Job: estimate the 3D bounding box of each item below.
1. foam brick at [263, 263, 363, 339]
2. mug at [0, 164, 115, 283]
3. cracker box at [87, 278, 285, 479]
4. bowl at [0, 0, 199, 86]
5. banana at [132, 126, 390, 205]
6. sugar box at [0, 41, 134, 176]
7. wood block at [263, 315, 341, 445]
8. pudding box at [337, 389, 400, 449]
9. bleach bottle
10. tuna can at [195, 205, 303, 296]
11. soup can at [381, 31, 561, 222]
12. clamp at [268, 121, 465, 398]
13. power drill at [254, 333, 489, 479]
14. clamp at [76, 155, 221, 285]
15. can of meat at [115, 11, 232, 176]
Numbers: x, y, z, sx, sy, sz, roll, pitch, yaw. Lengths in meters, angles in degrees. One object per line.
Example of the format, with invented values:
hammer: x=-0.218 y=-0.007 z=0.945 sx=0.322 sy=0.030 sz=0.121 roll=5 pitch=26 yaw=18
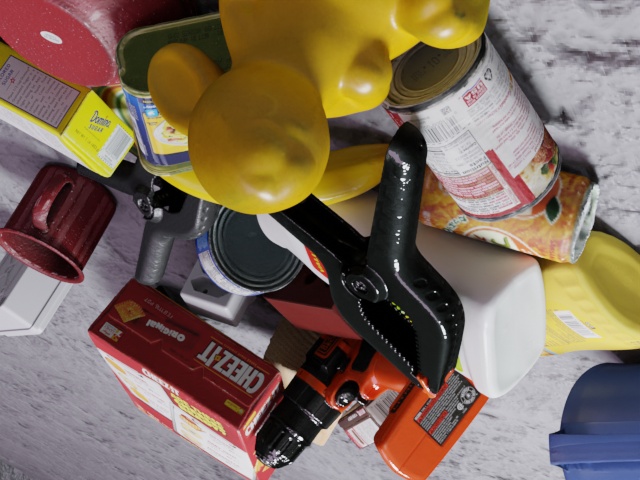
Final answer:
foam brick: x=0.004 y=0.043 z=0.878 sx=0.078 sy=0.053 sz=0.051 roll=5 pitch=149 yaw=41
mug: x=-0.245 y=-0.022 z=0.995 sx=0.093 sy=0.081 sz=0.117 roll=23 pitch=157 yaw=7
cracker box: x=-0.110 y=0.137 z=0.991 sx=0.164 sy=0.072 sz=0.214 roll=30 pitch=159 yaw=16
bowl: x=-0.160 y=-0.149 z=0.683 sx=0.162 sy=0.055 sz=0.162 roll=21 pitch=156 yaw=10
banana: x=-0.047 y=-0.054 z=0.724 sx=0.198 sy=0.070 sz=0.037 roll=15 pitch=-168 yaw=5
sugar box: x=-0.229 y=-0.114 z=0.788 sx=0.176 sy=0.048 sz=0.093 roll=31 pitch=171 yaw=17
wood block: x=-0.006 y=0.123 z=1.050 sx=0.090 sy=0.090 sz=0.206 roll=25 pitch=157 yaw=3
pudding box: x=0.076 y=0.135 z=0.967 sx=0.039 sy=0.113 sz=0.090 roll=50 pitch=157 yaw=6
bleach bottle: x=0.038 y=0.012 z=0.759 sx=0.251 sy=0.068 sz=0.102 roll=27 pitch=144 yaw=37
tuna can: x=-0.056 y=0.001 z=0.852 sx=0.086 sy=0.086 sz=0.034 roll=34 pitch=157 yaw=-18
soup can: x=0.083 y=-0.066 z=0.596 sx=0.069 sy=0.068 sz=0.102 roll=3 pitch=147 yaw=42
clamp: x=0.037 y=0.012 z=0.637 sx=0.165 sy=0.036 sz=0.210 roll=-3 pitch=128 yaw=52
power drill: x=0.037 y=0.125 z=0.849 sx=0.057 sy=0.184 sz=0.188 roll=43 pitch=169 yaw=-25
clamp: x=-0.122 y=-0.023 z=0.828 sx=0.172 sy=0.039 sz=0.120 roll=-5 pitch=117 yaw=51
can of meat: x=-0.073 y=-0.093 z=0.668 sx=0.102 sy=0.057 sz=0.084 roll=-13 pitch=151 yaw=-5
